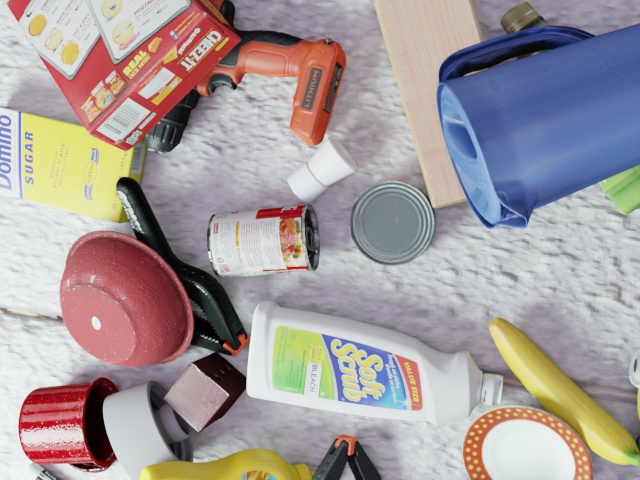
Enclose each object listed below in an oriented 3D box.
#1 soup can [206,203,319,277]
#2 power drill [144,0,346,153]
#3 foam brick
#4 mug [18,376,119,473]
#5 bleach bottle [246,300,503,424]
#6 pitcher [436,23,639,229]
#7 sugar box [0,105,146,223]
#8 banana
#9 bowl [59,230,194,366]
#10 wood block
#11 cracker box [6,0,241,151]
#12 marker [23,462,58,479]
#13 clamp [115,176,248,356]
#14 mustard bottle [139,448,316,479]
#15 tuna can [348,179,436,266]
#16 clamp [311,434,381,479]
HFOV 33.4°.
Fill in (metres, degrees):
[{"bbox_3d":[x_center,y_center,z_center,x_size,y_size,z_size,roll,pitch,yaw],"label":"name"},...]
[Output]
[{"bbox_3d":[-0.057,0.001,1.084,0.102,0.068,0.068,-5,91,12],"label":"soup can"},{"bbox_3d":[-0.080,-0.158,1.088,0.188,0.057,0.184,18,96,10],"label":"power drill"},{"bbox_3d":[-0.116,0.154,1.097,0.053,0.078,0.051,40,101,8],"label":"foam brick"},{"bbox_3d":[-0.260,0.203,1.131,0.082,0.093,0.117,-6,127,16],"label":"mug"},{"bbox_3d":[0.056,0.125,1.069,0.251,0.068,0.102,6,94,9],"label":"bleach bottle"},{"bbox_3d":[0.226,-0.119,0.921,0.243,0.145,0.149,-20,101,-3],"label":"pitcher"},{"bbox_3d":[-0.279,-0.083,1.138,0.176,0.048,0.093,13,96,10],"label":"sugar box"},{"bbox_3d":[0.238,0.150,1.025,0.037,0.069,0.198,-37,59,-17],"label":"banana"},{"bbox_3d":[-0.211,0.072,1.087,0.162,0.055,0.162,15,124,23],"label":"bowl"},{"bbox_3d":[0.125,-0.142,1.030,0.091,0.090,0.206,-16,89,11],"label":"wood block"},{"bbox_3d":[-0.200,-0.219,1.066,0.164,0.072,0.214,-43,59,12],"label":"cracker box"},{"bbox_3d":[-0.271,0.284,1.163,0.121,0.020,0.020,35,98,8],"label":"marker"},{"bbox_3d":[-0.158,0.039,1.096,0.210,0.036,0.165,34,131,4],"label":"clamp"},{"bbox_3d":[-0.083,0.257,1.073,0.191,0.058,0.096,-6,113,-20],"label":"mustard bottle"},{"bbox_3d":[0.073,-0.018,1.073,0.086,0.033,0.086,0,92,12],"label":"tuna can"},{"bbox_3d":[0.018,0.285,1.072,0.120,0.039,0.171,-7,86,-31],"label":"clamp"}]
